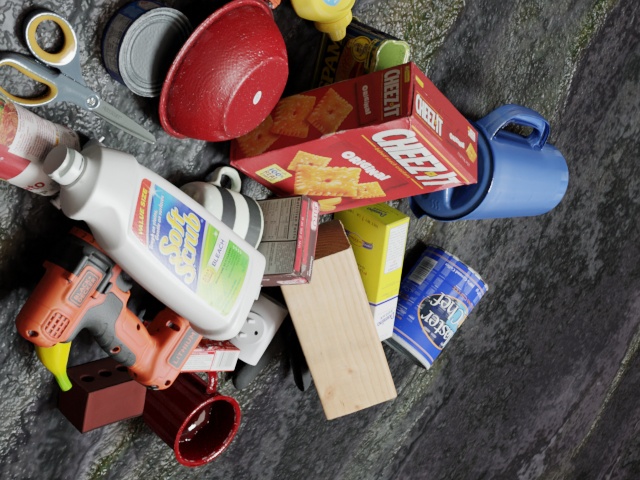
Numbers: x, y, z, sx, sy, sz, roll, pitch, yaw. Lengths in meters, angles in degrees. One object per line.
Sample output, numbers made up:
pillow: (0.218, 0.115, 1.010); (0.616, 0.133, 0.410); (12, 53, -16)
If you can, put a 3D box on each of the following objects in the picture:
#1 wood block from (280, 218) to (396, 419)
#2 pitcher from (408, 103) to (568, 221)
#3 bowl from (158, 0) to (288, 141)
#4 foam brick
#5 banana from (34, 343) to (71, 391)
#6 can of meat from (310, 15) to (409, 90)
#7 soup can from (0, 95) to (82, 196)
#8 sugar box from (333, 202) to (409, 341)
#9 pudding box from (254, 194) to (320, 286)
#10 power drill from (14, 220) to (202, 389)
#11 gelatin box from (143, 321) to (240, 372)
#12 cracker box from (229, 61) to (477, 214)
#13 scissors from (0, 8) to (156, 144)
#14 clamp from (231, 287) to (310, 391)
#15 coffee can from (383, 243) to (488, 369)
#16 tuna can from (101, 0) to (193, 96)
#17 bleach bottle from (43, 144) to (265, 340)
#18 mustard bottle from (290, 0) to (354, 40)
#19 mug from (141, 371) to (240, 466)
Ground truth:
wood block: (0.015, 0.093, 1.254); (0.090, 0.091, 0.206); (-18, 114, 0)
pitcher: (0.234, -0.096, 1.402); (0.242, 0.149, 0.145); (0, 91, -51)
bowl: (-0.082, -0.154, 1.042); (0.162, 0.055, 0.162); (-45, 160, -21)
foam brick: (-0.232, 0.162, 1.136); (0.078, 0.053, 0.051); (-13, 124, -43)
banana: (-0.232, 0.052, 1.071); (0.198, 0.037, 0.069); (-58, 139, -5)
can of meat: (0.043, -0.186, 1.171); (0.057, 0.084, 0.102); (-9, 122, -44)
soup can: (-0.265, -0.084, 0.920); (0.102, 0.069, 0.068); (25, 95, -52)
sugar box: (0.054, 0.034, 1.326); (0.048, 0.093, 0.176); (-18, 127, -39)
pudding box: (-0.058, 0.002, 1.144); (0.039, 0.114, 0.090); (30, 63, -52)
power drill: (-0.187, 0.050, 1.045); (0.184, 0.057, 0.187); (-56, 135, -12)
gelatin box: (-0.145, 0.116, 1.182); (0.089, 0.073, 0.030); (6, 109, -48)
cracker box: (0.037, -0.097, 1.126); (0.164, 0.214, 0.072); (34, 53, -52)
scissors: (-0.211, -0.148, 0.976); (0.201, 0.016, 0.096); (9, 108, -50)
clamp: (-0.033, 0.117, 1.330); (0.120, 0.039, 0.171); (19, 100, -50)
coffee can: (0.146, 0.090, 1.457); (0.140, 0.103, 0.102); (-52, 142, -8)
tuna can: (-0.160, -0.180, 0.995); (0.086, 0.034, 0.086); (-26, 132, -34)
bleach bottle: (-0.155, -0.003, 0.973); (0.250, 0.068, 0.102); (39, 66, -44)
mustard bottle: (-0.003, -0.280, 1.072); (0.191, 0.058, 0.096); (70, 36, -46)
mug: (-0.149, 0.187, 1.219); (0.093, 0.082, 0.117); (-5, 119, -45)
